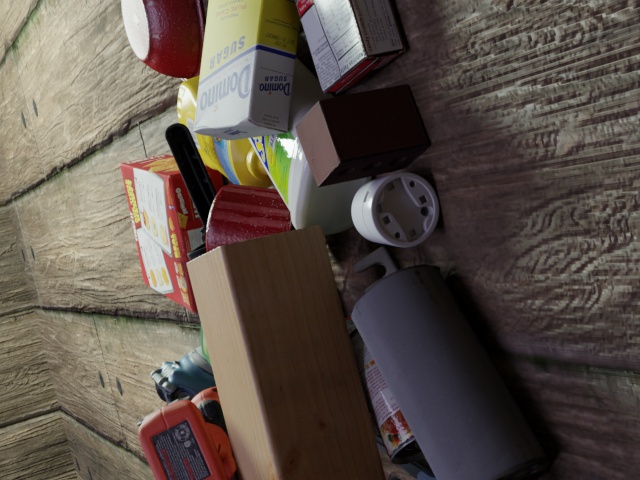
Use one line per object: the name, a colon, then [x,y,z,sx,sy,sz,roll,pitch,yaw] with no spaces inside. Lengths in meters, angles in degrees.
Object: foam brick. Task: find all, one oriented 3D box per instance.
foam brick: [0.031,-0.078,0.795,0.053,0.078,0.051,-41,65,65]

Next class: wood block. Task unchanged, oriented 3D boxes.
wood block: [-0.029,0.102,0.849,0.091,0.090,0.206,-23,80,63]

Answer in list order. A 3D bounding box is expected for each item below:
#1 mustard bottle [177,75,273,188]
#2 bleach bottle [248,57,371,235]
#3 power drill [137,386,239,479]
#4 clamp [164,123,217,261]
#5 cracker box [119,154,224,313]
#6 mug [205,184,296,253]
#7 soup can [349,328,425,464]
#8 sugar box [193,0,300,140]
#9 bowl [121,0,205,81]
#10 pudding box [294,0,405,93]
mustard bottle: [-0.081,-0.099,1.057,0.192,0.058,0.096,37,144,55]
bleach bottle: [-0.039,-0.116,0.950,0.251,0.068,0.103,54,145,44]
power drill: [-0.085,0.212,0.939,0.184,0.057,0.187,62,-177,15]
clamp: [-0.107,-0.014,1.097,0.210,0.036,0.164,59,-166,-64]
cracker box: [-0.171,-0.016,1.298,0.214,0.072,0.164,17,119,64]
mug: [-0.056,0.001,0.963,0.093,0.081,0.117,83,-159,-44]
soup can: [0.065,0.117,0.849,0.102,0.068,0.069,63,154,27]
sugar box: [-0.058,-0.175,0.886,0.094,0.048,0.176,0,80,55]
bowl: [-0.184,-0.252,1.202,0.162,0.055,0.162,44,142,49]
pudding box: [0.017,-0.179,0.814,0.090,0.039,0.113,-24,84,66]
